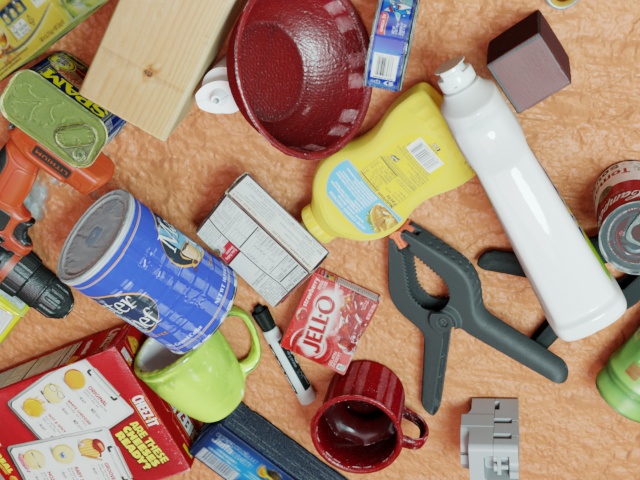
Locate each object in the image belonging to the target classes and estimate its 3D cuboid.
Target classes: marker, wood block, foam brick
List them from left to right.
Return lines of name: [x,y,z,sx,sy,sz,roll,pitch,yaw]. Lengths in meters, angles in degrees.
wood block: [-0.123,-0.205,0.935,0.091,0.090,0.206,29,117,-4]
marker: [-0.039,0.118,1.109,0.020,0.020,0.121,-21,109,19]
foam brick: [0.177,-0.152,0.907,0.053,0.078,0.051,-31,107,24]

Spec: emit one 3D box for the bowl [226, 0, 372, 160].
bowl: [-0.028,-0.150,0.928,0.055,0.161,0.162,1,120,46]

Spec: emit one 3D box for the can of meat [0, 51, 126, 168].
can of meat: [-0.234,-0.125,0.997,0.102,0.084,0.058,36,116,-7]

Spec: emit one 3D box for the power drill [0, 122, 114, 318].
power drill: [-0.289,-0.026,1.070,0.184,0.057,0.188,39,115,-12]

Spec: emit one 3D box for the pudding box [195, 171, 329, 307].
pudding box: [-0.057,0.001,1.020,0.113,0.039,0.090,43,143,-2]

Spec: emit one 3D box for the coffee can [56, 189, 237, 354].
coffee can: [-0.165,0.031,1.022,0.103,0.103,0.140,-36,125,23]

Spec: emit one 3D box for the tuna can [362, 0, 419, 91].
tuna can: [0.061,-0.172,0.916,0.034,0.086,0.086,12,116,4]

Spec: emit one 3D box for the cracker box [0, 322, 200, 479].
cracker box: [-0.260,0.198,1.162,0.214,0.072,0.164,-22,109,19]

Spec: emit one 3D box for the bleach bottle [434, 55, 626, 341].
bleach bottle: [0.169,-0.041,0.902,0.068,0.102,0.250,-29,109,10]

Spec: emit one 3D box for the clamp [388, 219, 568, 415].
clamp: [0.121,0.079,1.043,0.165,0.036,0.210,-31,100,37]

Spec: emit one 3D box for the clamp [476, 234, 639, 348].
clamp: [0.245,0.049,1.011,0.172,0.039,0.120,-11,118,23]

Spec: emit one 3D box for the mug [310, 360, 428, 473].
mug: [0.054,0.178,1.084,0.117,0.081,0.093,15,117,4]

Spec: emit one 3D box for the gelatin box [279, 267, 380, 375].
gelatin box: [0.009,0.081,1.070,0.073,0.030,0.089,25,108,-1]

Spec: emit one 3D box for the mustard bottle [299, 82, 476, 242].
mustard bottle: [0.050,-0.054,0.988,0.192,0.058,0.096,-36,109,23]
